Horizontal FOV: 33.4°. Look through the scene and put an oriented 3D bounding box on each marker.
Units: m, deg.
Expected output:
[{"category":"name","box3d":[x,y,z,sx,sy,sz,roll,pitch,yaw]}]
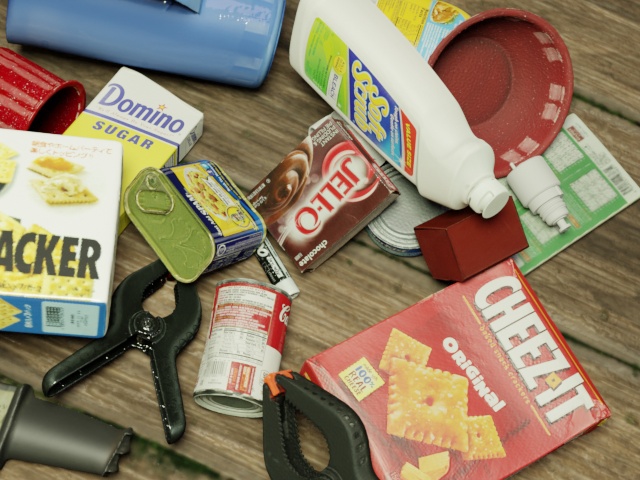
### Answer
[{"category":"marker","box3d":[-0.056,0.001,0.967,0.020,0.020,0.121,-26,74,-17]}]

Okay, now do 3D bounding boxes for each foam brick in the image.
[{"category":"foam brick","box3d":[0.133,-0.002,0.938,0.078,0.053,0.051,-25,103,-23]}]

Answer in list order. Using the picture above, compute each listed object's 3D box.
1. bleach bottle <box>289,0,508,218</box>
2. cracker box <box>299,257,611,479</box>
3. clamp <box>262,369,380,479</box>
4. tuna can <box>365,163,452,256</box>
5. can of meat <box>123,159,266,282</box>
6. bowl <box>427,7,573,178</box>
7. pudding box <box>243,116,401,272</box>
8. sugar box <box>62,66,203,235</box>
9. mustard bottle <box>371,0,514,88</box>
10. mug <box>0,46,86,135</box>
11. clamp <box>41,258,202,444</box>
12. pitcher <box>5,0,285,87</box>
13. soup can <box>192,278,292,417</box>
[{"category":"bleach bottle","box3d":[0.072,-0.118,0.921,0.068,0.103,0.251,-22,57,-31]},{"category":"cracker box","box3d":[0.112,0.133,0.907,0.213,0.072,0.164,-25,73,-18]},{"category":"clamp","box3d":[0.020,0.192,0.833,0.165,0.036,0.210,-29,75,27]},{"category":"tuna can","box3d":[0.081,-0.029,0.983,0.086,0.034,0.086,0,74,1]},{"category":"can of meat","box3d":[-0.107,-0.021,0.930,0.102,0.058,0.083,51,32,13]},{"category":"bowl","box3d":[0.154,-0.141,1.002,0.162,0.162,0.055,-7,24,-17]},{"category":"pudding box","box3d":[0.001,-0.040,0.955,0.114,0.039,0.090,-43,75,16]},{"category":"sugar box","box3d":[-0.192,-0.068,0.963,0.093,0.048,0.176,32,68,6]},{"category":"mustard bottle","box3d":[0.098,-0.195,1.050,0.191,0.058,0.096,20,64,1]},{"category":"mug","box3d":[-0.276,-0.111,0.945,0.081,0.093,0.117,30,59,10]},{"category":"clamp","box3d":[-0.158,0.080,0.897,0.120,0.039,0.171,18,53,-12]},{"category":"pitcher","box3d":[-0.157,-0.218,0.972,0.242,0.145,0.149,12,43,-10]},{"category":"soup can","box3d":[-0.066,0.091,0.902,0.068,0.068,0.102,12,67,-3]}]
